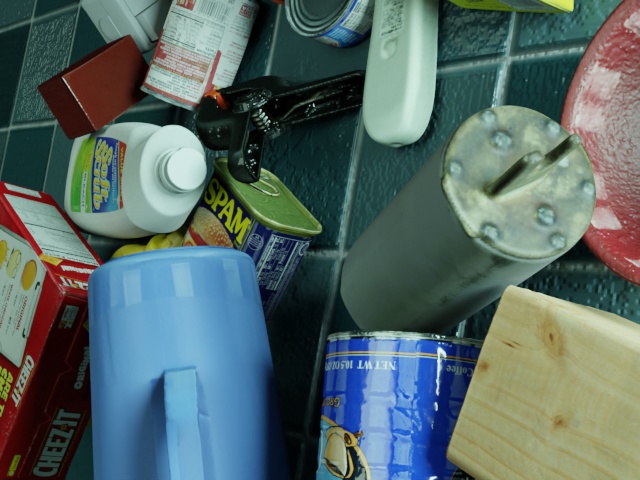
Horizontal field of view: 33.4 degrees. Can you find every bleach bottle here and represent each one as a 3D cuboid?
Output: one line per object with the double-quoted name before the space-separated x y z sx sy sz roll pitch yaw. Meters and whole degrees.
"bleach bottle" -0.141 -0.054 0.838 0.251 0.068 0.102 -4 76 65

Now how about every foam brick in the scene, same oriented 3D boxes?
"foam brick" -0.184 -0.127 0.887 0.051 0.078 0.053 -6 119 50

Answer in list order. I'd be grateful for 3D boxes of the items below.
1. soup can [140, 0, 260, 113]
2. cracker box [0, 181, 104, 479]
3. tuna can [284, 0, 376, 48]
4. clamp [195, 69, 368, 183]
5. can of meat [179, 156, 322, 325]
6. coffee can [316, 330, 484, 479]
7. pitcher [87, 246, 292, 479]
"soup can" -0.096 -0.158 0.860 0.069 0.068 0.102 32 103 51
"cracker box" -0.241 0.069 0.871 0.214 0.072 0.164 41 112 49
"tuna can" 0.014 -0.181 0.758 0.086 0.033 0.086 -19 64 47
"clamp" -0.048 -0.083 0.762 0.172 0.120 0.039 7 126 55
"can of meat" -0.055 0.001 0.770 0.102 0.057 0.084 48 119 47
"coffee can" 0.048 0.125 0.566 0.103 0.102 0.140 -9 72 50
"pitcher" -0.080 0.129 0.658 0.149 0.144 0.243 -15 78 40
